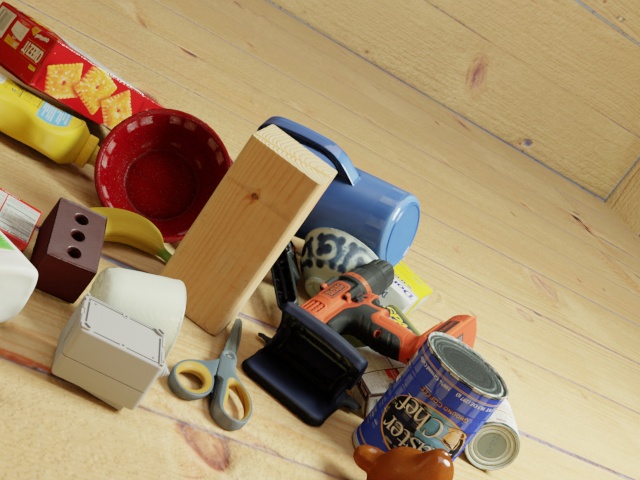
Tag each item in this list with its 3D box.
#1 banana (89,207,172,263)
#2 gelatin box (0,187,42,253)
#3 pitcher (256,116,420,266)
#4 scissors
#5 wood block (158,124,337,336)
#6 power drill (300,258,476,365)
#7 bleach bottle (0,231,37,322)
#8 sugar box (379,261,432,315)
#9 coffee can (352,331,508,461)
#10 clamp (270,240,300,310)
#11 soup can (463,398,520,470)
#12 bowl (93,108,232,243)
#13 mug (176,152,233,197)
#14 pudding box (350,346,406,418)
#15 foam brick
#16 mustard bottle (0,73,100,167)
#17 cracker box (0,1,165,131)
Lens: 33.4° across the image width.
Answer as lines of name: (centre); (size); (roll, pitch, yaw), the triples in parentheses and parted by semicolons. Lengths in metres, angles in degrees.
banana: (-0.230, -0.008, 1.152); (0.070, 0.037, 0.197); (45, 20, 27)
gelatin box: (-0.316, -0.019, 1.039); (0.073, 0.030, 0.089); (31, 18, -16)
pitcher: (0.007, -0.060, 1.435); (0.243, 0.145, 0.149); (24, 1, 24)
scissors: (-0.110, 0.118, 1.073); (0.096, 0.016, 0.202); (25, 21, -22)
wood block: (-0.082, -0.011, 1.150); (0.091, 0.206, 0.090); (37, 18, 3)
power drill: (0.085, 0.091, 1.249); (0.188, 0.057, 0.184); (20, 35, 32)
bleach bottle: (-0.356, -0.027, 0.936); (0.251, 0.068, 0.102); (42, 18, 27)
sugar box: (0.101, 0.063, 1.525); (0.093, 0.048, 0.176); (43, 11, 10)
coffee can: (0.114, 0.181, 1.118); (0.102, 0.140, 0.103); (32, 18, -12)
clamp: (-0.059, 0.002, 1.334); (0.210, 0.036, 0.164); (-46, 116, -86)
soup can: (0.201, 0.223, 1.290); (0.068, 0.069, 0.102); (32, 19, -11)
bowl: (-0.187, -0.072, 1.268); (0.162, 0.162, 0.055); (34, -15, -4)
mug: (-0.167, -0.087, 1.361); (0.093, 0.117, 0.081); (-6, -4, 38)
pudding box: (0.089, 0.157, 1.230); (0.113, 0.039, 0.090); (-4, 32, -19)
foam brick: (-0.243, 0.009, 1.023); (0.053, 0.051, 0.078); (26, 41, -25)
mustard bottle: (-0.338, -0.141, 1.264); (0.191, 0.058, 0.096); (30, 13, -15)
cracker box: (-0.309, -0.203, 1.363); (0.164, 0.072, 0.213); (35, 2, 42)
